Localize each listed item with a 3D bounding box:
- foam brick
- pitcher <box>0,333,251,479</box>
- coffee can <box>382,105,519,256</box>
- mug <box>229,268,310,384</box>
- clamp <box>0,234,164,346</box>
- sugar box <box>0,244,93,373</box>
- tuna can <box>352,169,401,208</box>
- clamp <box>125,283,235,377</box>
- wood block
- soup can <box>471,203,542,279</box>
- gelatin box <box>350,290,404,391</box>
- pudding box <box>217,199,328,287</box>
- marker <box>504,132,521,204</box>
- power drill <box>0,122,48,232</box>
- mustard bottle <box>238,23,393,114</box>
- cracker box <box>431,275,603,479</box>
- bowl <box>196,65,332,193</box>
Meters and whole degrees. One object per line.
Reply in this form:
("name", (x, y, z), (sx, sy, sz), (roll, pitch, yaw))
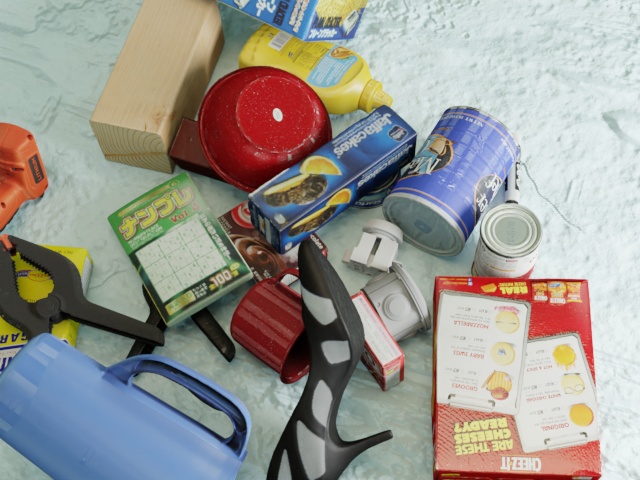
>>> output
("foam brick", (-0.131, -0.105, 1.264), (0.078, 0.053, 0.051), (19, 80, 14))
("pitcher", (-0.195, 0.188, 1.034), (0.243, 0.145, 0.149), (34, 53, 1))
("coffee can", (0.148, -0.067, 1.207), (0.103, 0.103, 0.140), (28, 66, 16))
("mug", (-0.038, 0.083, 1.136), (0.082, 0.117, 0.093), (33, 28, 24))
("clamp", (-0.276, 0.074, 1.143), (0.164, 0.036, 0.210), (-26, 71, -15))
("sugar box", (-0.316, 0.091, 1.181), (0.093, 0.048, 0.176), (4, 61, 5))
("tuna can", (0.053, -0.082, 1.259), (0.086, 0.034, 0.086), (-1, 62, 2))
("clamp", (-0.149, 0.071, 1.186), (0.120, 0.039, 0.171), (1, 62, 2))
("wood block", (-0.195, -0.197, 1.303), (0.091, 0.090, 0.206), (12, 64, 10))
("soup can", (0.202, 0.012, 1.162), (0.068, 0.102, 0.068), (-1, 61, 2))
("gelatin box", (0.054, 0.108, 1.135), (0.030, 0.073, 0.089), (-29, 65, -11))
("pudding box", (-0.058, 0.002, 1.218), (0.090, 0.039, 0.113), (-33, 65, -14))
("marker", (0.225, -0.072, 1.252), (0.020, 0.020, 0.121), (4, 62, 5))
("power drill", (-0.383, -0.043, 1.190), (0.057, 0.184, 0.187), (19, 55, 12))
("mustard bottle", (0.001, -0.204, 1.312), (0.192, 0.058, 0.096), (25, 52, 16))
("cracker box", (0.198, 0.146, 1.109), (0.164, 0.072, 0.213), (1, 63, 4))
("bowl", (-0.057, -0.135, 1.217), (0.162, 0.055, 0.162), (4, 75, -15))
